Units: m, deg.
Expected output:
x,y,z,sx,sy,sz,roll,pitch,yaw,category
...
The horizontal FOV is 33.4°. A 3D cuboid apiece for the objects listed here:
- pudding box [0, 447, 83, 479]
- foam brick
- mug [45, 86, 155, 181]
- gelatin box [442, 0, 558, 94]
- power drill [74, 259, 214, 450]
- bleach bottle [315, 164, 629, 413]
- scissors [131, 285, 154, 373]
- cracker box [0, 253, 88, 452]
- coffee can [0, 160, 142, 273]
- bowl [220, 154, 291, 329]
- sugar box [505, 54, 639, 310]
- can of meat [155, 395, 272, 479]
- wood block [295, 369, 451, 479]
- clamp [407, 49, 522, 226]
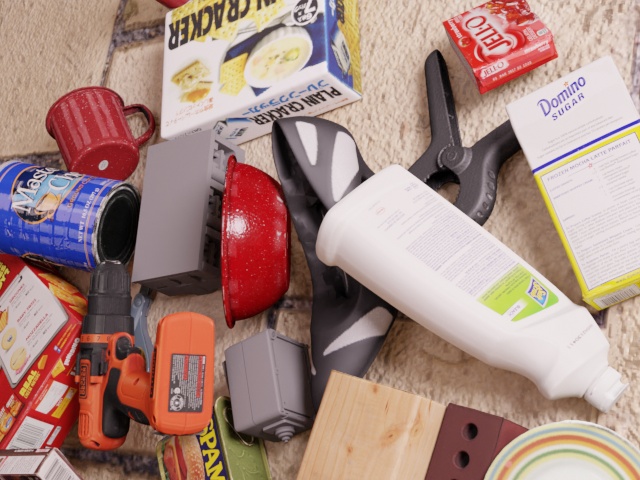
x,y,z,sx,sy,sz,roll,pitch,yaw,category
-0.265,0.252,1.040,0.090,0.113,0.039,-10,32,34,pudding box
0.120,0.172,0.818,0.053,0.051,0.078,10,78,40,foam brick
-0.241,-0.116,1.198,0.117,0.093,0.081,-21,58,-11,mug
0.154,-0.174,0.923,0.073,0.030,0.089,-24,41,5,gelatin box
-0.167,0.105,0.985,0.188,0.057,0.184,-8,80,54,power drill
0.120,0.046,0.820,0.251,0.068,0.102,39,56,21,bleach bottle
-0.178,0.079,1.105,0.096,0.016,0.202,28,91,41,scissors
-0.318,0.120,1.150,0.214,0.072,0.164,33,92,47,cracker box
-0.275,-0.024,1.138,0.140,0.102,0.103,11,78,17,coffee can
-0.056,0.001,0.983,0.055,0.162,0.162,0,68,1,bowl
0.218,-0.045,0.821,0.093,0.048,0.176,-25,63,20,sugar box
-0.097,0.206,0.966,0.084,0.057,0.102,-35,53,25,can of meat
0.033,0.218,0.839,0.090,0.090,0.206,11,79,40,wood block
0.117,-0.073,0.932,0.165,0.036,0.210,28,86,43,clamp
